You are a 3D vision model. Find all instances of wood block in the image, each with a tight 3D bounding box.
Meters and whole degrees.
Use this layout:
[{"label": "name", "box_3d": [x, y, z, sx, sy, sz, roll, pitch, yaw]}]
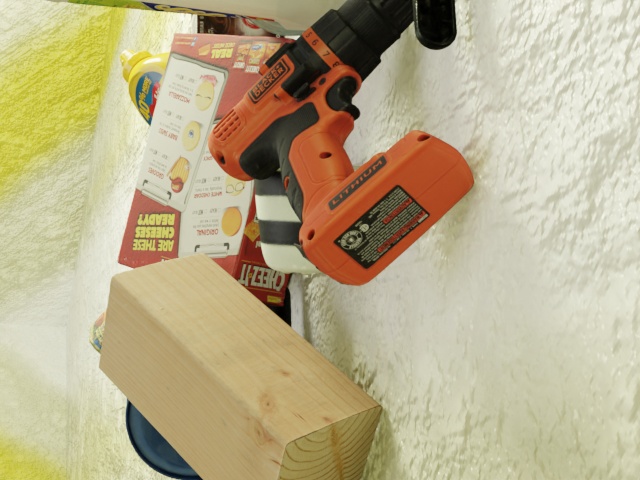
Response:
[{"label": "wood block", "box_3d": [-0.064, 0.104, 0.770, 0.206, 0.090, 0.091, 37, 126, 36]}]

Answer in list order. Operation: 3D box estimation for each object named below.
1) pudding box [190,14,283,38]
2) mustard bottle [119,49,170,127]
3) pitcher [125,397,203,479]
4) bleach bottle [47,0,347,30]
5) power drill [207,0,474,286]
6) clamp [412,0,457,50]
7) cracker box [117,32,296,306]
[{"label": "pudding box", "box_3d": [-0.085, -0.233, 1.082, 0.039, 0.090, 0.113, 126, 145, -62]}, {"label": "mustard bottle", "box_3d": [-0.151, -0.144, 1.139, 0.192, 0.058, 0.096, 44, 143, 24]}, {"label": "pitcher", "box_3d": [-0.138, 0.152, 1.099, 0.149, 0.145, 0.243, -51, 16, 0]}, {"label": "bleach bottle", "box_3d": [-0.072, -0.185, 0.750, 0.103, 0.250, 0.068, -152, 68, -71]}, {"label": "power drill", "box_3d": [0.022, -0.074, 0.671, 0.184, 0.057, 0.188, -44, 39, 12]}, {"label": "clamp", "box_3d": [0.068, -0.194, 0.661, 0.171, 0.039, 0.120, -105, 30, -63]}, {"label": "cracker box", "box_3d": [-0.079, -0.064, 0.912, 0.164, 0.071, 0.214, 14, 90, 46]}]
